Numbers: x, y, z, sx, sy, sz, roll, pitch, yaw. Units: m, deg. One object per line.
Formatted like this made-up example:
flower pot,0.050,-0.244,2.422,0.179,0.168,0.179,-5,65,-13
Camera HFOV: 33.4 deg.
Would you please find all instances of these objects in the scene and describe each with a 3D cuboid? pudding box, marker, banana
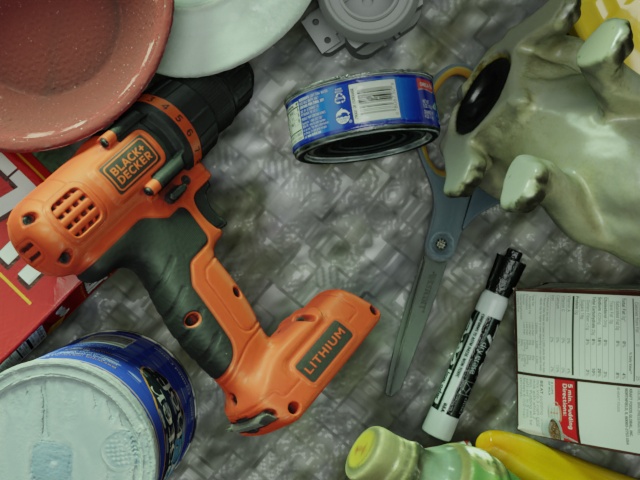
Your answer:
pudding box,0.161,0.070,0.594,0.039,0.114,0.090,-2,91,-42
marker,0.093,0.061,0.639,0.020,0.020,0.121,23,92,1
banana,0.185,0.151,0.617,0.198,0.070,0.037,14,53,10

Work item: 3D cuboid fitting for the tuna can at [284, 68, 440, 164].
tuna can,0.024,-0.068,0.602,0.086,0.086,0.034,-9,84,2

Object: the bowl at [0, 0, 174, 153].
bowl,-0.157,-0.126,0.580,0.162,0.055,0.162,0,90,0

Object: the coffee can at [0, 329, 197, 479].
coffee can,-0.128,0.107,0.586,0.103,0.140,0.103,0,91,2

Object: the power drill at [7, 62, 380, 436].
power drill,-0.054,0.001,0.600,0.187,0.057,0.184,48,56,-8

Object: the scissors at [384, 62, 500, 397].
scissors,0.092,-0.004,0.639,0.096,0.016,0.202,3,92,2
